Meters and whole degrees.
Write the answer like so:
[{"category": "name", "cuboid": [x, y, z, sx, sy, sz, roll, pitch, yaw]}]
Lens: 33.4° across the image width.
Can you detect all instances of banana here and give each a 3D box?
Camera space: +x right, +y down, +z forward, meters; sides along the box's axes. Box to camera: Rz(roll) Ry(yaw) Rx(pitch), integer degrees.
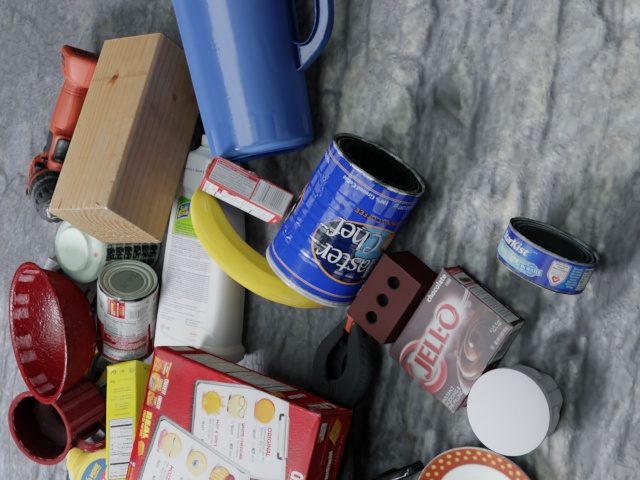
[{"category": "banana", "cuboid": [-0.073, 0.011, 1.114, 0.069, 0.037, 0.198, -43, 89, 1]}]

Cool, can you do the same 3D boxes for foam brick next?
[{"category": "foam brick", "cuboid": [0.073, 0.056, 1.052, 0.053, 0.051, 0.078, 41, 114, 24]}]

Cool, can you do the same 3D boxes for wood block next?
[{"category": "wood block", "cuboid": [-0.203, -0.108, 1.147, 0.091, 0.090, 0.206, 0, 67, 34]}]

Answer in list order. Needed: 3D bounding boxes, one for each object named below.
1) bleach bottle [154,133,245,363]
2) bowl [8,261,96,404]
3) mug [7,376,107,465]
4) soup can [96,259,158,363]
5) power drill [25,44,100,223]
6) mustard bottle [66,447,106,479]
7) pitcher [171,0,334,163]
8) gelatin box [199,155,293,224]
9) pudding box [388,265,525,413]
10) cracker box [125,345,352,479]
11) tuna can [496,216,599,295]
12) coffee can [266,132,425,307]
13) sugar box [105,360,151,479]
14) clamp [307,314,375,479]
[{"category": "bleach bottle", "cuboid": [-0.121, 0.004, 1.170, 0.103, 0.068, 0.251, 11, 97, 28]}, {"category": "bowl", "cuboid": [-0.298, 0.101, 1.210, 0.162, 0.055, 0.162, 14, 108, 52]}, {"category": "mug", "cuboid": [-0.301, 0.214, 1.274, 0.117, 0.081, 0.093, 24, 113, 19]}, {"category": "soup can", "cuboid": [-0.217, 0.080, 1.196, 0.069, 0.068, 0.102, 35, 136, 26]}, {"category": "power drill", "cuboid": [-0.293, -0.123, 1.229, 0.188, 0.057, 0.185, -69, 24, 12]}, {"category": "mustard bottle", "cuboid": [-0.239, 0.299, 1.274, 0.192, 0.058, 0.096, 32, 109, 28]}, {"category": "pitcher", "cuboid": [-0.071, -0.208, 1.085, 0.149, 0.144, 0.243, -8, 94, 65]}, {"category": "gelatin box", "cuboid": [-0.076, -0.050, 1.077, 0.089, 0.073, 0.030, 27, 81, -6]}, {"category": "pudding box", "cuboid": [0.130, 0.094, 1.026, 0.090, 0.039, 0.114, 41, 115, 24]}, {"category": "cracker box", "cuboid": [-0.087, 0.213, 1.068, 0.214, 0.072, 0.164, 17, 96, 32]}, {"category": "tuna can", "cuboid": [0.200, 0.013, 0.945, 0.086, 0.085, 0.034, 32, 112, 27]}, {"category": "coffee can", "cuboid": [0.023, -0.020, 1.048, 0.103, 0.102, 0.140, 42, 114, 23]}, {"category": "sugar box", "cuboid": [-0.199, 0.229, 1.190, 0.048, 0.093, 0.176, -13, 70, 19]}, {"category": "clamp", "cuboid": [0.019, 0.163, 1.087, 0.120, 0.039, 0.171, 34, 106, 42]}]
